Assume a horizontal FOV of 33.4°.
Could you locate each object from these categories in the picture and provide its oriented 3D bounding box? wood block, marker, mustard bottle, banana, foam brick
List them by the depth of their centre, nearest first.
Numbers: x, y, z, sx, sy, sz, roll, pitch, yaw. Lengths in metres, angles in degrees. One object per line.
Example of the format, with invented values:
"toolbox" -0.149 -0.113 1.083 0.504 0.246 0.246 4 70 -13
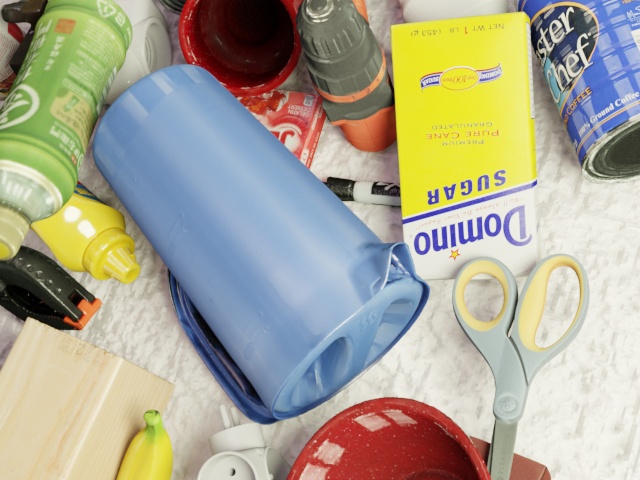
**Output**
"foam brick" 0.107 0.172 0.677 0.053 0.051 0.078 21 78 24
"banana" -0.143 0.208 0.733 0.037 0.069 0.198 18 86 23
"wood block" -0.198 0.172 0.751 0.090 0.090 0.206 19 78 23
"marker" 0.057 -0.033 0.784 0.121 0.020 0.020 6 73 19
"mustard bottle" -0.206 -0.029 0.822 0.192 0.096 0.058 39 88 25

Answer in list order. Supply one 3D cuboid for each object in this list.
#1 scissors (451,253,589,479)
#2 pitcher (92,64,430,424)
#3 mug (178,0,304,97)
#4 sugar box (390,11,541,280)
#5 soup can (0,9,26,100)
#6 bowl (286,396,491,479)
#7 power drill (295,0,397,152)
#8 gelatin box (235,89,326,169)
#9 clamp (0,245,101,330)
"scissors" 0.104 0.091 0.674 0.096 0.016 0.201 22 74 26
"pitcher" -0.055 0.001 0.740 0.149 0.145 0.243 -39 69 -7
"mug" -0.052 -0.177 0.812 0.093 0.081 0.117 10 116 4
"sugar box" 0.100 -0.062 0.730 0.093 0.048 0.176 -3 93 16
"soup can" -0.292 -0.170 0.898 0.068 0.102 0.068 -6 69 15
"bowl" 0.049 0.177 0.634 0.162 0.055 0.162 -18 62 36
"power drill" 0.009 -0.175 0.759 0.057 0.184 0.187 -12 67 8
"gelatin box" -0.046 -0.081 0.828 0.089 0.030 0.073 13 76 22
"clamp" -0.251 0.029 0.830 0.171 0.120 0.039 31 60 7
